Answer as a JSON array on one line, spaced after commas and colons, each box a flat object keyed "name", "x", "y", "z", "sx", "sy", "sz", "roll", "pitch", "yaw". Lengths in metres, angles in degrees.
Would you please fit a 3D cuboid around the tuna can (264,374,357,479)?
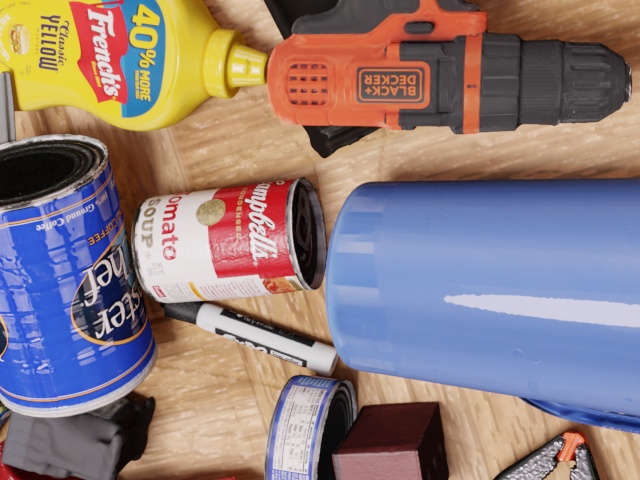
[{"name": "tuna can", "x": -0.005, "y": 0.125, "z": 0.648, "sx": 0.034, "sy": 0.086, "sz": 0.086, "roll": 6, "pitch": 102, "yaw": 17}]

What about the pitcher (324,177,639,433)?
[{"name": "pitcher", "x": 0.133, "y": 0.035, "z": 0.576, "sx": 0.243, "sy": 0.144, "sz": 0.149, "roll": 4, "pitch": 90, "yaw": 19}]

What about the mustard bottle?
[{"name": "mustard bottle", "x": -0.122, "y": -0.117, "z": 0.649, "sx": 0.192, "sy": 0.058, "sz": 0.096, "roll": 10, "pitch": 105, "yaw": 14}]

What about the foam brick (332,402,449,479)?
[{"name": "foam brick", "x": 0.044, "y": 0.136, "z": 0.640, "sx": 0.051, "sy": 0.078, "sz": 0.053, "roll": -7, "pitch": 101, "yaw": 17}]

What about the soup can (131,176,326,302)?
[{"name": "soup can", "x": -0.054, "y": 0.001, "z": 0.647, "sx": 0.102, "sy": 0.068, "sz": 0.068, "roll": -6, "pitch": 99, "yaw": 17}]

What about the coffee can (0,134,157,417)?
[{"name": "coffee can", "x": -0.162, "y": 0.020, "z": 0.643, "sx": 0.103, "sy": 0.102, "sz": 0.140, "roll": 0, "pitch": 119, "yaw": 16}]

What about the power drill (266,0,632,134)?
[{"name": "power drill", "x": 0.063, "y": -0.146, "z": 0.530, "sx": 0.184, "sy": 0.057, "sz": 0.188, "roll": 1, "pitch": 101, "yaw": 8}]

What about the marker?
[{"name": "marker", "x": -0.047, "y": 0.058, "z": 0.682, "sx": 0.121, "sy": 0.020, "sz": 0.020, "roll": 19, "pitch": 106, "yaw": 12}]
